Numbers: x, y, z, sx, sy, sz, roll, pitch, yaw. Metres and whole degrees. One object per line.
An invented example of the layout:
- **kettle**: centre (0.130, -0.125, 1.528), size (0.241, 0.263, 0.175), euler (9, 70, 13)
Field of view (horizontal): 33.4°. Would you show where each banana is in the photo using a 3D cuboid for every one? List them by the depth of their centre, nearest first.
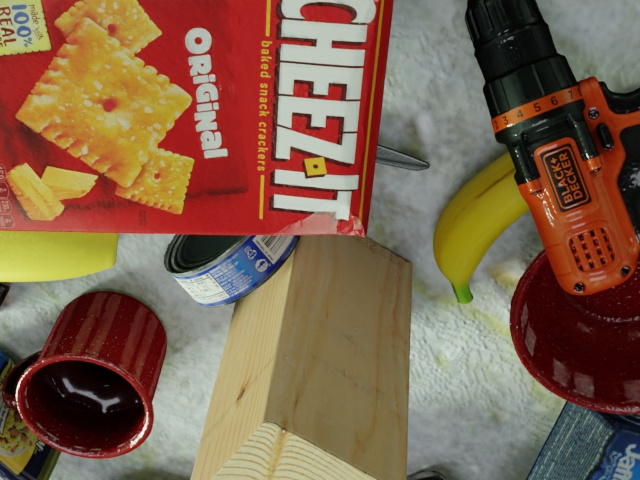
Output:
- **banana**: centre (0.133, -0.033, 0.656), size (0.069, 0.037, 0.198), euler (20, 131, -40)

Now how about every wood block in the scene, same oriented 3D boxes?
- **wood block**: centre (-0.006, 0.081, 0.642), size (0.090, 0.206, 0.091), euler (31, 122, -14)

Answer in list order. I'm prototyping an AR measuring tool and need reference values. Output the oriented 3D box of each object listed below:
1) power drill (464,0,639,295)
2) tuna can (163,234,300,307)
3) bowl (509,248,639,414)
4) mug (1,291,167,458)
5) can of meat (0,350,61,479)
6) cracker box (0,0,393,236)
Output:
- **power drill**: centre (0.187, -0.082, 0.580), size (0.188, 0.057, 0.184), euler (-20, 91, 12)
- **tuna can**: centre (-0.054, 0.001, 0.666), size (0.086, 0.086, 0.033), euler (-28, 119, 22)
- **bowl**: centre (0.199, 0.033, 0.677), size (0.162, 0.055, 0.162), euler (3, 125, 4)
- **mug**: centre (-0.164, 0.091, 0.740), size (0.117, 0.081, 0.093), euler (-12, 122, 13)
- **can of meat**: centre (-0.234, 0.137, 0.767), size (0.058, 0.102, 0.084), euler (-31, 114, 23)
- **cracker box**: centre (-0.075, -0.084, 0.556), size (0.213, 0.072, 0.164), euler (1, 126, -4)
